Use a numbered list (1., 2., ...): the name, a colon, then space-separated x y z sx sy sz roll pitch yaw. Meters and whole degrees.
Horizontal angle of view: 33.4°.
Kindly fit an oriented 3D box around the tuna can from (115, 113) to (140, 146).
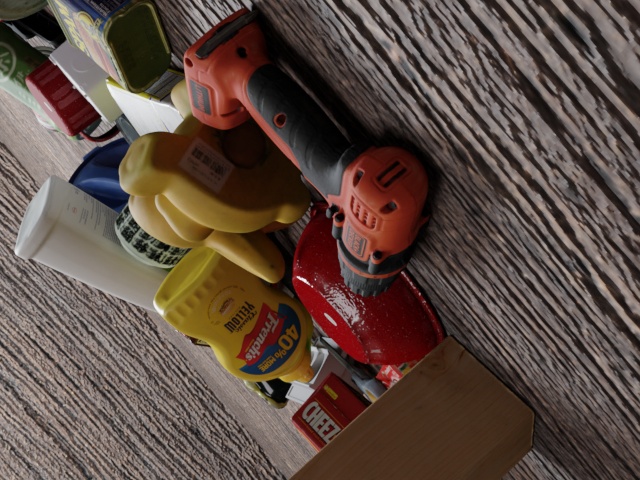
1. tuna can: -0.184 -0.113 1.148 0.086 0.033 0.086 46 166 15

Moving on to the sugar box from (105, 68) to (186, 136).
1. sugar box: -0.124 -0.107 0.955 0.176 0.048 0.093 24 151 53

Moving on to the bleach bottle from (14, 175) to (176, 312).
1. bleach bottle: -0.193 0.030 1.129 0.250 0.068 0.102 32 -155 -23

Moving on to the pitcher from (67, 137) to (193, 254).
1. pitcher: -0.197 -0.007 1.291 0.145 0.149 0.242 -7 139 22

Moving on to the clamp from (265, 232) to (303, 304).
1. clamp: -0.057 0.001 1.029 0.120 0.039 0.171 34 171 28

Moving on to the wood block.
1. wood block: 0.056 0.183 0.810 0.091 0.206 0.090 43 165 28

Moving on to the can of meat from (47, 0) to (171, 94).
1. can of meat: -0.175 -0.182 0.894 0.084 0.057 0.102 41 164 24

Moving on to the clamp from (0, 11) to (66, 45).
1. clamp: -0.367 -0.279 1.279 0.164 0.036 0.210 46 169 -6

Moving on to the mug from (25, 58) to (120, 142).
1. mug: -0.258 -0.158 1.162 0.093 0.081 0.117 32 158 52

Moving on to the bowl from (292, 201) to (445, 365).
1. bowl: 0.027 0.048 0.865 0.162 0.055 0.162 46 165 15

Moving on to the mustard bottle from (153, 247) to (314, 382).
1. mustard bottle: -0.069 0.084 1.050 0.191 0.096 0.058 45 174 -35

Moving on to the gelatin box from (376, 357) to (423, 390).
1. gelatin box: 0.087 0.134 0.955 0.073 0.030 0.089 48 166 10

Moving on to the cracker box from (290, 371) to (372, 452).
1. cracker box: 0.079 0.236 1.073 0.164 0.072 0.213 41 178 34

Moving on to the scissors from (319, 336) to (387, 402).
1. scissors: 0.054 0.149 1.021 0.096 0.016 0.202 50 174 -16

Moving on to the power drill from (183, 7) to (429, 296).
1. power drill: -0.008 -0.052 0.711 0.188 0.057 0.184 44 162 13
